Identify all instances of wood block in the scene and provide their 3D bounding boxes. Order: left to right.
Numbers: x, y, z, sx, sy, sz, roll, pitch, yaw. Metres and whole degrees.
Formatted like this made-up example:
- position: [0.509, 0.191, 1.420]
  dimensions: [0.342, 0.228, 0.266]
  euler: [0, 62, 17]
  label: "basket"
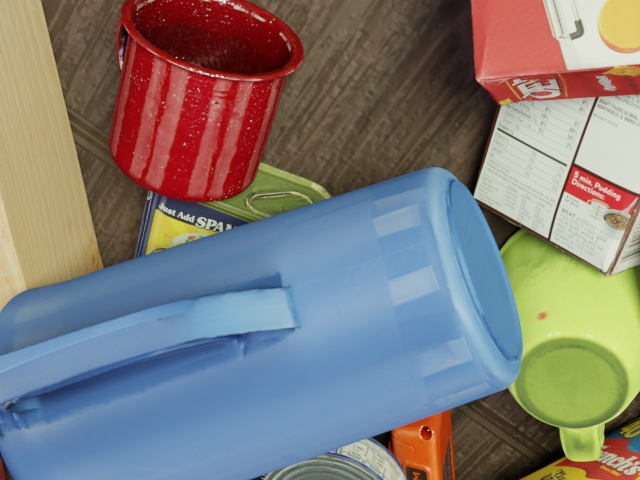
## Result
- position: [-0.198, -0.042, 0.604]
  dimensions: [0.090, 0.090, 0.206]
  euler: [0, 117, 16]
  label: "wood block"

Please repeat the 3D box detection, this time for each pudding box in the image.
- position: [0.130, -0.051, 0.521]
  dimensions: [0.090, 0.039, 0.114]
  euler: [34, 124, 33]
  label: "pudding box"

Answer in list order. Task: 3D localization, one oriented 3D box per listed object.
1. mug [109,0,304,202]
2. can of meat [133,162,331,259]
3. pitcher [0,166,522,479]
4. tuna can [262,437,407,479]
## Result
- position: [-0.072, -0.081, 0.559]
  dimensions: [0.117, 0.093, 0.082]
  euler: [41, 130, 28]
  label: "mug"
- position: [-0.054, 0.001, 0.607]
  dimensions: [0.102, 0.057, 0.084]
  euler: [20, 122, 4]
  label: "can of meat"
- position: [-0.035, 0.051, 0.516]
  dimensions: [0.243, 0.149, 0.145]
  euler: [-20, 117, 19]
  label: "pitcher"
- position: [0.008, 0.151, 0.616]
  dimensions: [0.086, 0.033, 0.086]
  euler: [6, 115, 13]
  label: "tuna can"
